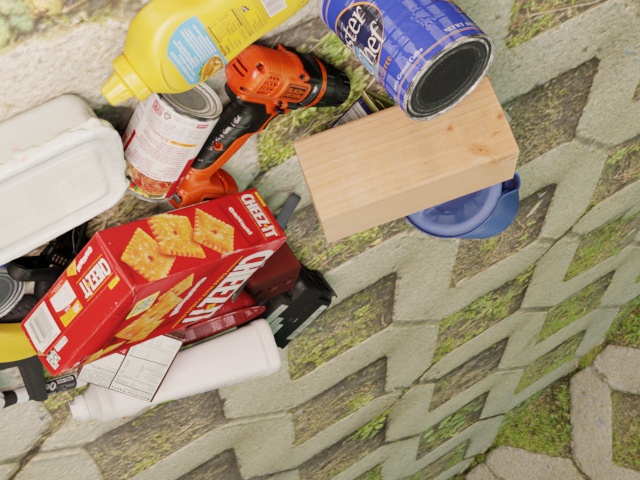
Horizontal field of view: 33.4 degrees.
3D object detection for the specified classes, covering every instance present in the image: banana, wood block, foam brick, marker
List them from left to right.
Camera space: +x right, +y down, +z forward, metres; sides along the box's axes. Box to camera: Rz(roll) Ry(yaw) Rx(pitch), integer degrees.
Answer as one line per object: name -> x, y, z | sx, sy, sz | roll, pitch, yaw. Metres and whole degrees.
banana -> -0.307, 0.084, 0.995 | 0.069, 0.037, 0.197 | -38, 156, 1
marker -> -0.326, 0.174, 1.238 | 0.120, 0.020, 0.020 | -12, 145, -44
foam brick -> -0.071, 0.040, 1.311 | 0.078, 0.051, 0.053 | -23, 152, -30
wood block -> 0.086, -0.081, 1.086 | 0.206, 0.090, 0.091 | -20, 163, 0

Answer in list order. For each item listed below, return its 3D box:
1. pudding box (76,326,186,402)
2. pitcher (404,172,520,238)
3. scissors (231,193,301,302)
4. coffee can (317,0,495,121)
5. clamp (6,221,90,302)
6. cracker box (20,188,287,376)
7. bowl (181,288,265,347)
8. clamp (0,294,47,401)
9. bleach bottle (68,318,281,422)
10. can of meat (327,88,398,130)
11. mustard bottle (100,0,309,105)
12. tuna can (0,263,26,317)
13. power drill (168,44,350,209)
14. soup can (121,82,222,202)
pudding box -> -0.203, 0.117, 1.149 | 0.090, 0.039, 0.114 | 20, 129, -16
pitcher -> 0.177, -0.063, 1.377 | 0.145, 0.149, 0.242 | -48, 164, 10
scissors -> -0.058, 0.001, 1.199 | 0.096, 0.016, 0.201 | -62, 180, 15
coffee can -> 0.078, -0.195, 0.990 | 0.102, 0.140, 0.103 | -30, 155, -16
clamp -> -0.252, 0.023, 1.010 | 0.120, 0.039, 0.172 | -50, 165, -34
cracker box -> -0.156, 0.039, 1.026 | 0.213, 0.072, 0.164 | -18, 160, -50
bowl -> -0.148, 0.083, 1.243 | 0.162, 0.055, 0.162 | -21, 172, -3
clamp -> -0.293, 0.095, 1.121 | 0.164, 0.036, 0.209 | -44, 156, 0
bleach bottle -> -0.178, 0.165, 1.286 | 0.250, 0.068, 0.103 | -17, 172, -12
can of meat -> 0.054, -0.116, 1.203 | 0.084, 0.057, 0.101 | -43, 155, 19
mustard bottle -> -0.100, -0.176, 0.879 | 0.191, 0.058, 0.096 | -38, 157, 0
tuna can -> -0.321, 0.045, 0.996 | 0.086, 0.034, 0.086 | -30, 155, -16
power drill -> -0.067, -0.109, 1.051 | 0.188, 0.057, 0.184 | -50, 156, 21
soup can -> -0.140, -0.094, 0.959 | 0.068, 0.068, 0.102 | -8, 142, -48
